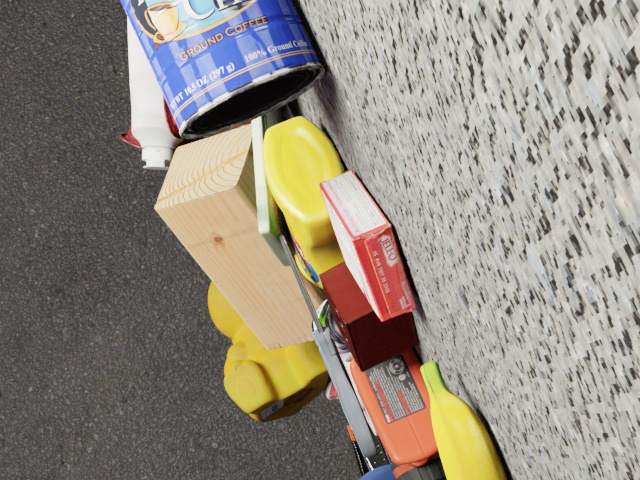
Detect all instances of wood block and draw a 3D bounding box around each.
[{"bbox_3d":[-0.057,0.002,1.020,0.206,0.091,0.090,56,-148,-36],"label":"wood block"}]

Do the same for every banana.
[{"bbox_3d":[0.111,0.172,0.707,0.069,0.037,0.198,-85,-23,-61],"label":"banana"}]

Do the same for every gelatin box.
[{"bbox_3d":[0.033,0.003,0.742,0.089,0.030,0.073,-121,9,-57],"label":"gelatin box"}]

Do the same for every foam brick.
[{"bbox_3d":[0.038,0.054,0.817,0.078,0.051,0.053,71,173,-52],"label":"foam brick"}]

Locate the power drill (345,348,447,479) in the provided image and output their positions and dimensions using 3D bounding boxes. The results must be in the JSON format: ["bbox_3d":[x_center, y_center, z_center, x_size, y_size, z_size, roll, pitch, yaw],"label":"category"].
[{"bbox_3d":[0.079,0.173,0.940,0.187,0.057,0.184,76,169,-67],"label":"power drill"}]

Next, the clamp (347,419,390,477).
[{"bbox_3d":[0.075,0.301,1.205,0.165,0.036,0.210,156,94,-80],"label":"clamp"}]

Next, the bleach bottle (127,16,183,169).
[{"bbox_3d":[-0.157,-0.196,1.045,0.102,0.068,0.251,16,-105,-83],"label":"bleach bottle"}]

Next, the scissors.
[{"bbox_3d":[0.010,0.097,0.876,0.096,0.016,0.201,-116,3,-61],"label":"scissors"}]

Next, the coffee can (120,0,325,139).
[{"bbox_3d":[-0.072,-0.150,0.684,0.103,0.103,0.140,118,127,-85],"label":"coffee can"}]

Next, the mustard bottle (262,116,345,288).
[{"bbox_3d":[0.000,-0.013,0.879,0.191,0.058,0.096,72,174,-62],"label":"mustard bottle"}]
